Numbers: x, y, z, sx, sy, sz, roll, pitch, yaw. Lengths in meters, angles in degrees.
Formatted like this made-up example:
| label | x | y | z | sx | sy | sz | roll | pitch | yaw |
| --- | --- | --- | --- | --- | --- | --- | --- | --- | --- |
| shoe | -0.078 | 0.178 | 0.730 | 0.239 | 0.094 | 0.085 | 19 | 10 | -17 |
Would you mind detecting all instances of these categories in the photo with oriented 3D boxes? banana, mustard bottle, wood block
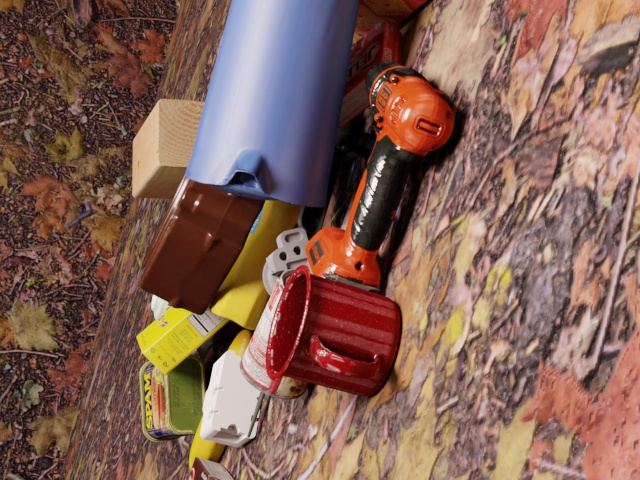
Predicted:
| label | x | y | z | sx | sy | sz | roll | pitch | yaw |
| --- | --- | --- | --- | --- | --- | --- | --- | --- | --- |
| banana | -0.119 | 0.200 | 1.246 | 0.069 | 0.037 | 0.198 | -112 | 41 | -66 |
| mustard bottle | -0.057 | 0.002 | 1.170 | 0.096 | 0.058 | 0.191 | 119 | 175 | -85 |
| wood block | -0.199 | -0.121 | 1.468 | 0.206 | 0.090 | 0.091 | 154 | 116 | -69 |

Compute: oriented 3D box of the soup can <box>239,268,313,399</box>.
| label | x | y | z | sx | sy | sz | roll | pitch | yaw |
| --- | --- | --- | --- | --- | --- | --- | --- | --- | --- |
| soup can | -0.025 | 0.086 | 0.980 | 0.068 | 0.068 | 0.102 | -101 | 32 | -60 |

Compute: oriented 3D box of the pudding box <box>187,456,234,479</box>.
| label | x | y | z | sx | sy | sz | roll | pitch | yaw |
| --- | --- | --- | --- | --- | --- | --- | --- | --- | --- |
| pudding box | -0.128 | 0.294 | 1.172 | 0.114 | 0.039 | 0.090 | 178 | 109 | -74 |

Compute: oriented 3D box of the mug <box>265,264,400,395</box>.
| label | x | y | z | sx | sy | sz | roll | pitch | yaw |
| --- | --- | --- | --- | --- | --- | --- | --- | --- | --- |
| mug | 0.013 | 0.077 | 0.828 | 0.117 | 0.081 | 0.093 | -131 | 59 | -72 |

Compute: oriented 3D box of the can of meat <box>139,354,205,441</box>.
| label | x | y | z | sx | sy | sz | roll | pitch | yaw |
| --- | --- | --- | --- | --- | --- | --- | --- | --- | --- |
| can of meat | -0.180 | 0.193 | 1.313 | 0.084 | 0.057 | 0.102 | -24 | 67 | 58 |

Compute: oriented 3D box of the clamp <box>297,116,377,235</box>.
| label | x | y | z | sx | sy | sz | roll | pitch | yaw |
| --- | --- | --- | --- | --- | --- | --- | --- | --- | --- |
| clamp | 0.008 | -0.079 | 1.082 | 0.120 | 0.039 | 0.171 | -50 | 19 | 15 |

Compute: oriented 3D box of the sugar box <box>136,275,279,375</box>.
| label | x | y | z | sx | sy | sz | roll | pitch | yaw |
| --- | --- | --- | --- | --- | --- | --- | --- | --- | --- |
| sugar box | -0.135 | 0.078 | 1.257 | 0.176 | 0.048 | 0.093 | -44 | 15 | -6 |

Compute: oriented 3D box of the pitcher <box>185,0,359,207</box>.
| label | x | y | z | sx | sy | sz | roll | pitch | yaw |
| --- | --- | --- | --- | --- | --- | --- | --- | --- | --- |
| pitcher | -0.035 | -0.157 | 0.984 | 0.149 | 0.144 | 0.243 | 20 | 99 | 50 |

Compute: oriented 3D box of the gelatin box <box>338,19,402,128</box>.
| label | x | y | z | sx | sy | sz | roll | pitch | yaw |
| --- | --- | --- | --- | --- | --- | --- | --- | --- | --- |
| gelatin box | 0.041 | -0.162 | 1.037 | 0.089 | 0.030 | 0.073 | -36 | 33 | 37 |

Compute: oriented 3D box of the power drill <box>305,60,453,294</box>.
| label | x | y | z | sx | sy | sz | roll | pitch | yaw |
| --- | --- | --- | --- | --- | --- | --- | --- | --- | --- |
| power drill | 0.044 | -0.057 | 0.908 | 0.184 | 0.057 | 0.188 | -109 | 37 | -70 |
